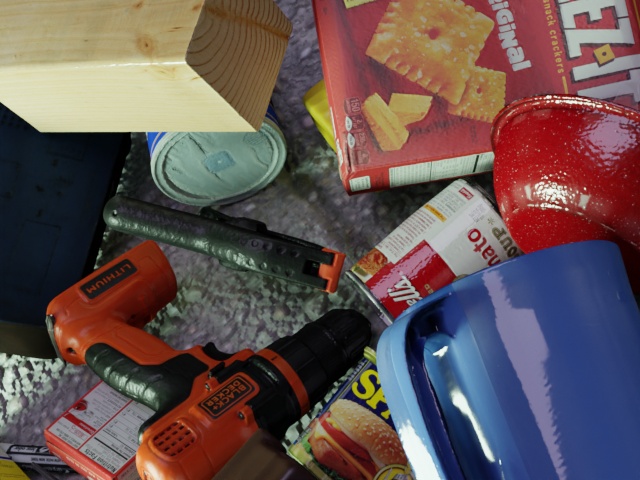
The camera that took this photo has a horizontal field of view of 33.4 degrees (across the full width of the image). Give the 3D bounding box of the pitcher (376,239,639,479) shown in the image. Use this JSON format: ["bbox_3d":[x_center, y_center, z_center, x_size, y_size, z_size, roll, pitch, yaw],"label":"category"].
[{"bbox_3d":[0.127,0.131,0.549,0.149,0.145,0.243,-18,71,-1],"label":"pitcher"}]

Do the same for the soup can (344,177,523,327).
[{"bbox_3d":[0.076,0.015,0.709,0.102,0.068,0.069,-40,54,-3],"label":"soup can"}]

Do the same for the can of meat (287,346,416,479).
[{"bbox_3d":[0.042,0.130,0.664,0.102,0.057,0.084,36,82,35],"label":"can of meat"}]

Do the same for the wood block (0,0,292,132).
[{"bbox_3d":[-0.137,-0.135,0.749,0.206,0.090,0.090,3,66,32],"label":"wood block"}]

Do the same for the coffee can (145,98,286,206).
[{"bbox_3d":[-0.091,-0.112,0.834,0.103,0.102,0.140,-23,55,9],"label":"coffee can"}]

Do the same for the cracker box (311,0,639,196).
[{"bbox_3d":[0.107,-0.132,0.722,0.214,0.072,0.164,-10,80,3],"label":"cracker box"}]

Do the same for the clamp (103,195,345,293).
[{"bbox_3d":[-0.055,0.001,0.757,0.172,0.120,0.039,19,102,21],"label":"clamp"}]

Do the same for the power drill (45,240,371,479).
[{"bbox_3d":[-0.083,0.071,0.729,0.184,0.057,0.188,-34,46,-29],"label":"power drill"}]

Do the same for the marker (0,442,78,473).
[{"bbox_3d":[-0.184,0.158,0.768,0.121,0.020,0.020,-2,61,23],"label":"marker"}]

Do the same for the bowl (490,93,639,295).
[{"bbox_3d":[0.163,-0.015,0.628,0.162,0.162,0.055,19,68,31],"label":"bowl"}]

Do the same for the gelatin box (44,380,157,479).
[{"bbox_3d":[-0.134,0.129,0.740,0.073,0.030,0.089,24,50,33],"label":"gelatin box"}]
